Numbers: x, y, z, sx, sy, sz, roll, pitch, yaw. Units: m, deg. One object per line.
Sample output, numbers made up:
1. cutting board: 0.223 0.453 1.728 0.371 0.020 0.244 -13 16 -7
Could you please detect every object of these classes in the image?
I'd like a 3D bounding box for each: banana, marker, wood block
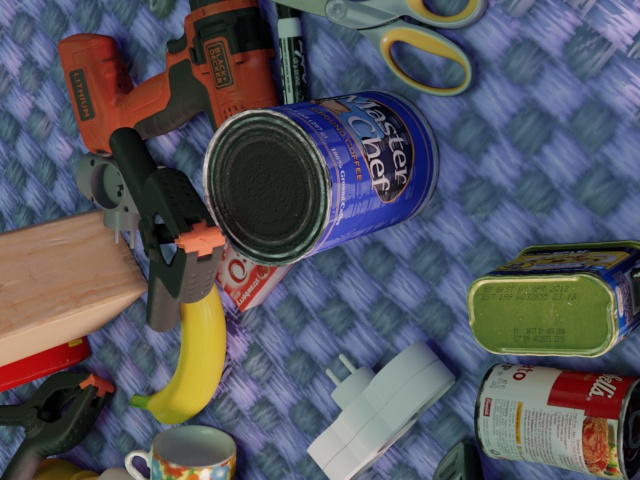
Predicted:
1. banana: -0.113 0.097 0.899 0.069 0.037 0.198 26 127 2
2. marker: -0.021 -0.134 0.801 0.020 0.020 0.121 2 103 35
3. wood block: -0.259 0.047 0.899 0.091 0.205 0.090 -36 80 37

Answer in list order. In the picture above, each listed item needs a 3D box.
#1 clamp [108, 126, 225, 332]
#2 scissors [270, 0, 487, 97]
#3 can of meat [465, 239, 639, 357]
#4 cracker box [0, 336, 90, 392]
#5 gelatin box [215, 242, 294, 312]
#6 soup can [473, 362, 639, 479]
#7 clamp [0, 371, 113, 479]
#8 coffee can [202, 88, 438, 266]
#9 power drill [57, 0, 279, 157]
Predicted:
1. clamp: -0.113 -0.014 0.765 0.210 0.036 0.164 167 89 -71
2. scissors: 0.029 -0.173 0.738 0.202 0.016 0.096 35 113 12
3. can of meat: 0.155 0.037 0.678 0.102 0.083 0.057 -3 99 36
4. cracker box: -0.352 0.114 1.009 0.214 0.163 0.072 -14 91 37
5. gelatin box: -0.056 0.001 0.852 0.073 0.030 0.089 50 125 15
6. soup can: 0.162 0.119 0.704 0.102 0.068 0.068 3 103 36
7. clamp: -0.273 0.172 1.025 0.171 0.039 0.120 -41 56 10
8. coffee can: 0.003 -0.047 0.730 0.103 0.140 0.103 9 107 33
9. power drill: -0.123 -0.150 0.846 0.188 0.057 0.184 -10 95 37
